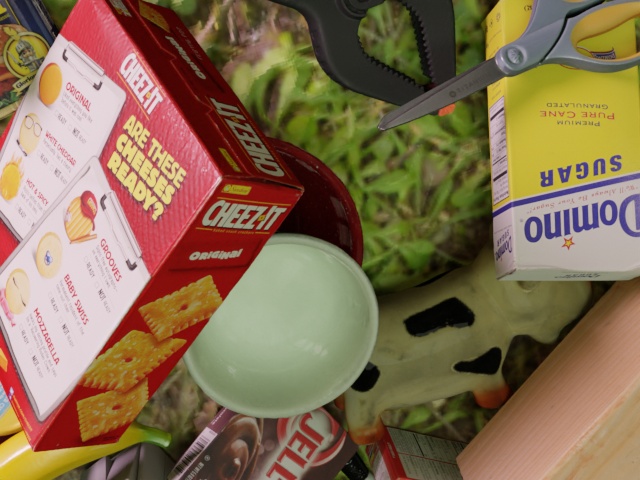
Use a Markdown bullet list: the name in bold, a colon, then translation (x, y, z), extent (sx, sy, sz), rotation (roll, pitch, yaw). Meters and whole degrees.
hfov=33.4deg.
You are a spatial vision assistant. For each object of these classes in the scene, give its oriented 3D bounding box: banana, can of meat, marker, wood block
- **banana**: translation (-0.197, 0.165, 0.704), extent (0.198, 0.037, 0.069), rotation (-32, 109, 6)
- **can of meat**: translation (-0.208, -0.117, 0.642), extent (0.102, 0.057, 0.084), rotation (-26, 115, 1)
- **marker**: translation (0.048, 0.204, 0.825), extent (0.020, 0.020, 0.121), rotation (-34, 112, 5)
- **wood block**: translation (0.195, 0.117, 0.700), extent (0.090, 0.091, 0.206), rotation (33, 107, -18)

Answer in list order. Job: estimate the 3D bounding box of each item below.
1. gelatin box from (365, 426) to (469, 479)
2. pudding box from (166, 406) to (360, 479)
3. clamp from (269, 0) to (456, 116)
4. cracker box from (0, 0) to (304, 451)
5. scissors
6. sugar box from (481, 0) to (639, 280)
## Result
- **gelatin box**: translation (0.084, 0.175, 0.790), extent (0.089, 0.073, 0.030), rotation (15, 109, -15)
- **pudding box**: translation (-0.040, 0.156, 0.760), extent (0.090, 0.039, 0.113), rotation (45, 78, -15)
- **clamp**: translation (0.027, -0.168, 0.668), extent (0.165, 0.036, 0.209), rotation (-44, 113, 9)
- **cracker box**: translation (-0.124, -0.009, 0.616), extent (0.071, 0.164, 0.214), rotation (5, 131, -49)
- **scissors**: translation (0.118, -0.130, 0.655), extent (0.201, 0.016, 0.096), rotation (-12, 77, -12)
- **sugar box**: translation (0.156, -0.063, 0.681), extent (0.093, 0.048, 0.176), rotation (-1, 78, -9)
